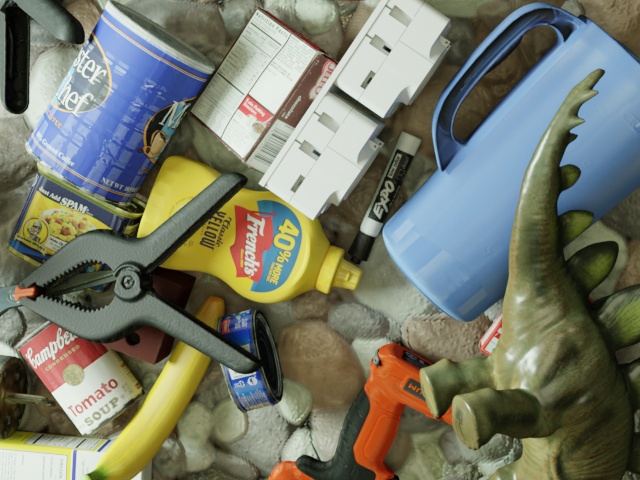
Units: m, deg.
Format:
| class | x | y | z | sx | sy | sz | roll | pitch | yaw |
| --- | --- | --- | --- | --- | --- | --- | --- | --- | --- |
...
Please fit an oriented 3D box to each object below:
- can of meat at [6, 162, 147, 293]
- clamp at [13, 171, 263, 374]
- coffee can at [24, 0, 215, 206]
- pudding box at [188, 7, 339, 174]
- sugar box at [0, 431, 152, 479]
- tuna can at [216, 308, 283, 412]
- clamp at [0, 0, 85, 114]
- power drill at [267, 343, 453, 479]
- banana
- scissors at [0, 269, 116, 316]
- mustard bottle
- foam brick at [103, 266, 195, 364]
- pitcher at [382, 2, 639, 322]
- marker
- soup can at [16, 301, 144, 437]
| class | x | y | z | sx | sy | sz | roll | pitch | yaw |
| --- | --- | --- | --- | --- | --- | --- | --- | --- | --- |
| can of meat | -0.215 | -0.012 | 0.940 | 0.102 | 0.057 | 0.084 | 27 | 102 | 4 |
| clamp | -0.146 | 0.044 | 0.878 | 0.210 | 0.036 | 0.164 | -13 | 82 | 7 |
| coffee can | -0.168 | -0.114 | 0.897 | 0.103 | 0.102 | 0.140 | 34 | 100 | 2 |
| pudding box | -0.048 | -0.126 | 0.892 | 0.090 | 0.039 | 0.113 | 43 | 101 | 37 |
| sugar box | -0.244 | 0.227 | 0.979 | 0.176 | 0.048 | 0.093 | 5 | 98 | 3 |
| tuna can | -0.060 | 0.102 | 0.917 | 0.034 | 0.086 | 0.086 | -15 | 95 | 7 |
| clamp | -0.261 | -0.197 | 0.914 | 0.120 | 0.039 | 0.171 | -42 | 62 | 31 |
| power drill | 0.067 | 0.199 | 0.926 | 0.184 | 0.057 | 0.188 | 30 | 99 | 0 |
| banana | -0.136 | 0.140 | 0.933 | 0.037 | 0.070 | 0.197 | 31 | 71 | 6 |
| scissors | -0.269 | 0.067 | 0.920 | 0.202 | 0.016 | 0.096 | 3 | 85 | 12 |
| mustard bottle | -0.056 | 0.001 | 0.918 | 0.191 | 0.058 | 0.096 | 20 | 94 | 5 |
| foam brick | -0.151 | 0.062 | 0.942 | 0.053 | 0.051 | 0.078 | 20 | 99 | 5 |
| pitcher | 0.160 | -0.058 | 0.848 | 0.243 | 0.144 | 0.149 | -44 | 61 | 13 |
| marker | 0.054 | -0.035 | 0.918 | 0.020 | 0.020 | 0.121 | 25 | 100 | 4 |
| soup can | -0.213 | 0.115 | 0.949 | 0.068 | 0.068 | 0.102 | -36 | 92 | 10 |
